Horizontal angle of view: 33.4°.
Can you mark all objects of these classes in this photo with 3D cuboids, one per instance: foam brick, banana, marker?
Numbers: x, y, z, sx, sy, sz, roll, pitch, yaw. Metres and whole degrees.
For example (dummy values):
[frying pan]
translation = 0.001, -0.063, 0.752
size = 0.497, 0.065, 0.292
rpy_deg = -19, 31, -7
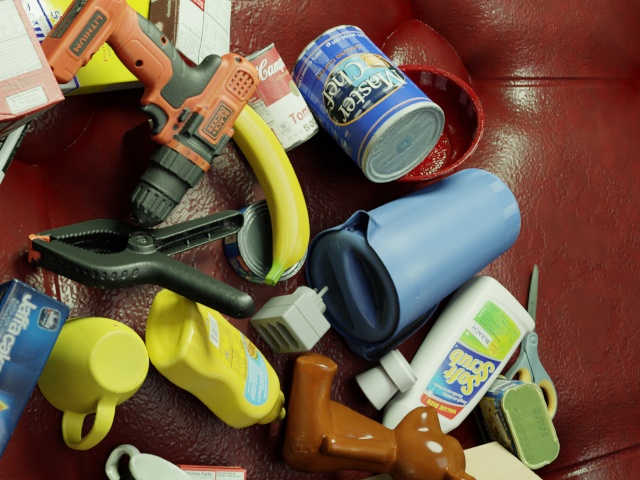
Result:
[foam brick]
translation = -0.143, -0.097, 1.054
size = 0.078, 0.053, 0.051
rpy_deg = -21, 94, -37
[banana]
translation = -0.051, -0.057, 1.072
size = 0.069, 0.037, 0.198
rpy_deg = -16, 88, -55
[marker]
translation = -0.278, -0.102, 0.980
size = 0.020, 0.020, 0.121
rpy_deg = 33, 65, -27

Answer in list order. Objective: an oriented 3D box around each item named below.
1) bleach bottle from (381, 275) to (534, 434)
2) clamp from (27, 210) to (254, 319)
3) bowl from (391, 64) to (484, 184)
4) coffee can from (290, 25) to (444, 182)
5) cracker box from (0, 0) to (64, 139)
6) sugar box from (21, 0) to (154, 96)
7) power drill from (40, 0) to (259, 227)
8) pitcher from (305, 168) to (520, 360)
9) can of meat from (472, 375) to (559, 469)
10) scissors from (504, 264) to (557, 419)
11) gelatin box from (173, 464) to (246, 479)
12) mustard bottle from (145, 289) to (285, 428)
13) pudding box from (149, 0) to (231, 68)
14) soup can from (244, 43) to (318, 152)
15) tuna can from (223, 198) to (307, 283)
[bleach bottle]
translation = 0.145, 0.162, 1.209
size = 0.102, 0.068, 0.250
rpy_deg = 46, 62, -20
[clamp]
translation = -0.159, 0.019, 0.978
size = 0.209, 0.164, 0.036
rpy_deg = 0, 121, -16
[bowl]
translation = 0.101, -0.119, 1.198
size = 0.162, 0.055, 0.162
rpy_deg = -3, 58, 4
[coffee can]
translation = 0.048, -0.144, 1.125
size = 0.102, 0.103, 0.140
rpy_deg = -17, 54, -36
[cracker box]
translation = -0.314, -0.183, 0.879
size = 0.072, 0.164, 0.213
rpy_deg = -29, 100, -37
[sugar box]
translation = -0.227, -0.184, 0.995
size = 0.175, 0.048, 0.093
rpy_deg = -18, 94, -49
[power drill]
translation = -0.165, -0.126, 0.959
size = 0.187, 0.057, 0.184
rpy_deg = 38, 80, -33
[pitcher]
translation = 0.110, 0.017, 1.178
size = 0.242, 0.149, 0.145
rpy_deg = -28, 83, -38
[can of meat]
translation = 0.224, 0.210, 1.233
size = 0.057, 0.084, 0.102
rpy_deg = -20, 92, -17
[scissors]
translation = 0.272, 0.139, 1.327
size = 0.096, 0.016, 0.201
rpy_deg = 32, 67, -25
[gelatin box]
translation = -0.112, 0.262, 1.031
size = 0.073, 0.030, 0.089
rpy_deg = 10, 77, -32
[mustard bottle]
translation = -0.090, 0.126, 1.030
size = 0.191, 0.058, 0.096
rpy_deg = 48, 23, -42
[pudding box]
translation = -0.128, -0.210, 1.058
size = 0.090, 0.039, 0.113
rpy_deg = 35, 50, -53
[soup can]
translation = -0.054, -0.144, 1.114
size = 0.068, 0.069, 0.102
rpy_deg = -38, 104, -33
[tuna can]
translation = -0.057, 0.001, 1.109
size = 0.085, 0.034, 0.086
rpy_deg = 6, 79, -34
